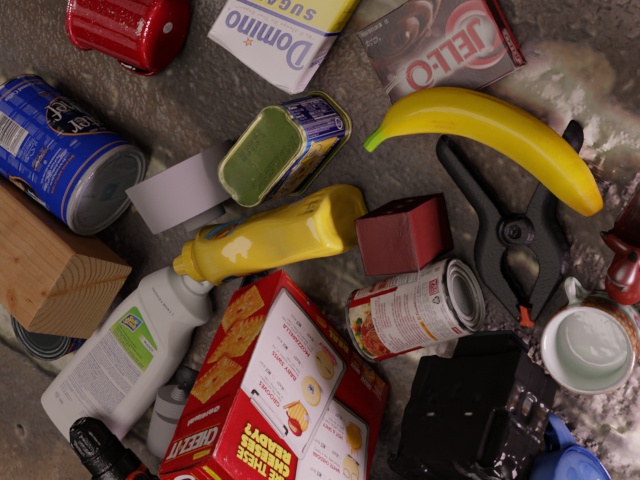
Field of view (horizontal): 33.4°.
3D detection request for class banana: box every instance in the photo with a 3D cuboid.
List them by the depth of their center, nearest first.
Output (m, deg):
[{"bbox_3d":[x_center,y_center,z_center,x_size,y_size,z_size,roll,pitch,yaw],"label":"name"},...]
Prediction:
[{"bbox_3d":[0.133,-0.079,0.840,0.198,0.037,0.070,19,117,19],"label":"banana"}]

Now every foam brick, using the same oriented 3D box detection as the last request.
[{"bbox_3d":[0.071,-0.005,0.906,0.053,0.078,0.051,-7,101,30],"label":"foam brick"}]

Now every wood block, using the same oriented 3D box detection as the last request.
[{"bbox_3d":[-0.301,0.001,1.074,0.206,0.090,0.090,37,98,29],"label":"wood block"}]

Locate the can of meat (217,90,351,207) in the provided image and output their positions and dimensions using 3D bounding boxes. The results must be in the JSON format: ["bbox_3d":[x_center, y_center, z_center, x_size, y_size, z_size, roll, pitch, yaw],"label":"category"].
[{"bbox_3d":[-0.033,-0.079,0.941,0.057,0.083,0.102,47,120,10],"label":"can of meat"}]

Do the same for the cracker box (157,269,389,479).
[{"bbox_3d":[-0.031,0.156,0.899,0.072,0.213,0.164,-25,118,33],"label":"cracker box"}]

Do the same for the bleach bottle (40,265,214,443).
[{"bbox_3d":[-0.182,0.115,1.089,0.102,0.068,0.251,48,117,6],"label":"bleach bottle"}]

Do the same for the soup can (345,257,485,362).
[{"bbox_3d":[0.082,0.061,0.923,0.102,0.068,0.068,-21,92,31],"label":"soup can"}]

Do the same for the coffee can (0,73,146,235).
[{"bbox_3d":[-0.258,-0.085,1.054,0.140,0.102,0.103,36,117,17],"label":"coffee can"}]

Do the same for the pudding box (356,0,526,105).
[{"bbox_3d":[0.099,-0.158,0.874,0.114,0.039,0.090,-26,91,32],"label":"pudding box"}]

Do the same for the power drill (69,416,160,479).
[{"bbox_3d":[-0.154,0.237,1.029,0.184,0.057,0.188,53,146,-9],"label":"power drill"}]

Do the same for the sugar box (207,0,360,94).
[{"bbox_3d":[-0.012,-0.220,0.898,0.093,0.048,0.176,36,108,7],"label":"sugar box"}]

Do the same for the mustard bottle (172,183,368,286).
[{"bbox_3d":[-0.056,0.002,0.967,0.192,0.096,0.058,-16,100,31],"label":"mustard bottle"}]

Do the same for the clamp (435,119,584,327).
[{"bbox_3d":[0.153,-0.016,0.881,0.120,0.039,0.171,6,102,28],"label":"clamp"}]

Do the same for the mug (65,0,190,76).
[{"bbox_3d":[-0.175,-0.199,0.995,0.081,0.093,0.117,24,144,17],"label":"mug"}]

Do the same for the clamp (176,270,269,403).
[{"bbox_3d":[-0.099,0.133,1.027,0.036,0.164,0.210,23,137,9],"label":"clamp"}]

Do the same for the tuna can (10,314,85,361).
[{"bbox_3d":[-0.293,0.085,1.158,0.086,0.033,0.086,8,106,27],"label":"tuna can"}]
